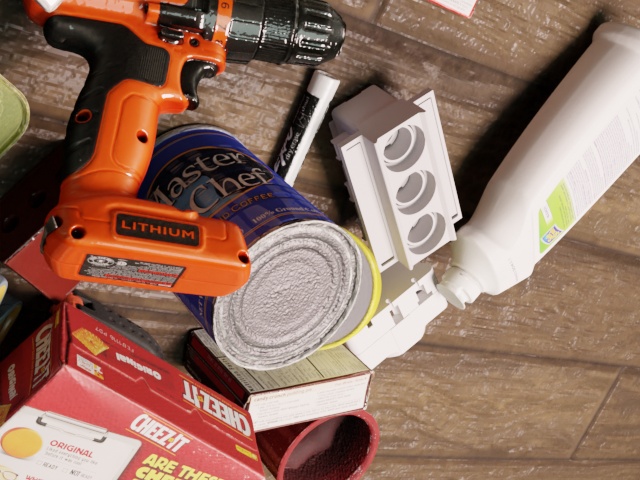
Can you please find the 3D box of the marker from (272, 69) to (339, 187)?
[{"bbox_3d":[-0.019,-0.060,0.744,0.020,0.020,0.121,10,112,-40],"label":"marker"}]

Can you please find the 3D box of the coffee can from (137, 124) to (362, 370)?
[{"bbox_3d":[-0.054,0.001,0.673,0.102,0.140,0.103,-19,128,-26],"label":"coffee can"}]

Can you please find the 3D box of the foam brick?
[{"bbox_3d":[-0.157,-0.011,0.650,0.078,0.053,0.051,-44,135,-5],"label":"foam brick"}]

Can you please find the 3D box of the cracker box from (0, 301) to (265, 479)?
[{"bbox_3d":[-0.170,0.159,0.689,0.214,0.072,0.164,-42,124,16],"label":"cracker box"}]

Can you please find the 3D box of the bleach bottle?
[{"bbox_3d":[0.180,-0.051,0.842,0.250,0.068,0.102,-47,137,-12],"label":"bleach bottle"}]

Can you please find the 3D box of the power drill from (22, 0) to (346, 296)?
[{"bbox_3d":[-0.074,-0.067,0.580,0.184,0.187,0.057,6,157,-16],"label":"power drill"}]

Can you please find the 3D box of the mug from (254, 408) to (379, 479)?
[{"bbox_3d":[-0.012,0.157,0.850,0.093,0.082,0.117,-30,132,-18],"label":"mug"}]

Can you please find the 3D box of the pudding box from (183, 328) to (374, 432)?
[{"bbox_3d":[-0.031,0.096,0.789,0.113,0.090,0.039,-7,121,-34],"label":"pudding box"}]
